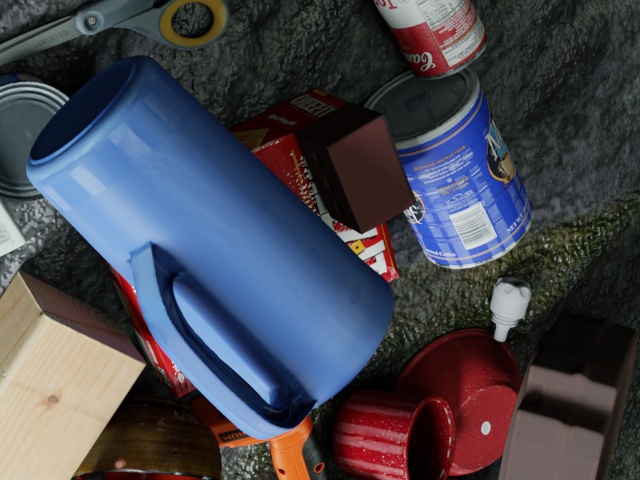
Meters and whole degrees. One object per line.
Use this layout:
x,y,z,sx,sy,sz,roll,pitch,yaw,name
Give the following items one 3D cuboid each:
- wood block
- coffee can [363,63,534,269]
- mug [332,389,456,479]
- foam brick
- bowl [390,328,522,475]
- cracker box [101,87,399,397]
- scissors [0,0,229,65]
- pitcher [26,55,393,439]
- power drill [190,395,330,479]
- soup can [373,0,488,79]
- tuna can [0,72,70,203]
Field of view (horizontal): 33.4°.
-0.230,0.141,0.782,0.090,0.090,0.206,32,93,-35,wood block
0.105,-0.061,0.879,0.102,0.103,0.140,-39,125,-10,coffee can
0.066,0.190,0.960,0.093,0.082,0.117,-18,108,-53,mug
0.026,-0.053,0.783,0.051,0.053,0.078,-33,119,-16,foam brick
0.142,0.168,1.031,0.161,0.055,0.162,-12,117,-26,bowl
-0.055,0.001,0.832,0.213,0.072,0.164,-27,121,-18,cracker box
-0.145,-0.144,0.751,0.201,0.016,0.096,-40,125,-9,scissors
-0.073,0.005,0.696,0.145,0.149,0.242,-48,117,-9,pitcher
-0.046,0.212,0.916,0.184,0.057,0.187,-18,117,11,power drill
0.080,-0.186,0.832,0.068,0.069,0.102,-41,125,-9,soup can
-0.207,-0.071,0.736,0.086,0.034,0.086,-12,116,-25,tuna can
